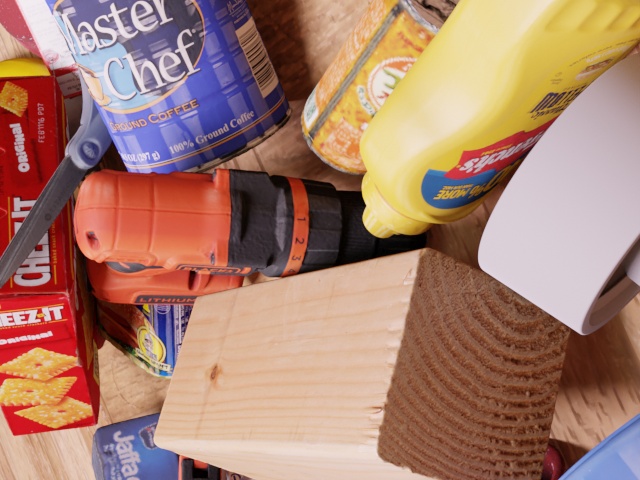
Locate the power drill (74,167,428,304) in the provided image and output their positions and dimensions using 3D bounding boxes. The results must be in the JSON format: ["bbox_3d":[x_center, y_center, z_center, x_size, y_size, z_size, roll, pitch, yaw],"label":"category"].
[{"bbox_3d":[-0.054,0.001,0.606,0.188,0.184,0.057,154,119,-68],"label":"power drill"}]

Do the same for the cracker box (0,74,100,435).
[{"bbox_3d":[-0.195,0.017,0.725,0.214,0.072,0.164,103,158,-59],"label":"cracker box"}]

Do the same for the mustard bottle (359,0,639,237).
[{"bbox_3d":[0.070,-0.059,0.461,0.058,0.096,0.192,57,139,15],"label":"mustard bottle"}]

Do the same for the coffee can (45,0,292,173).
[{"bbox_3d":[-0.088,-0.116,0.590,0.103,0.102,0.140,4,124,49],"label":"coffee can"}]

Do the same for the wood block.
[{"bbox_3d":[0.010,0.071,0.522,0.207,0.090,0.091,-13,57,56],"label":"wood block"}]

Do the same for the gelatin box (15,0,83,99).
[{"bbox_3d":[-0.149,-0.143,0.688,0.073,0.030,0.089,-15,116,12],"label":"gelatin box"}]

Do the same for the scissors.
[{"bbox_3d":[-0.143,-0.072,0.622,0.016,0.201,0.096,1,130,46],"label":"scissors"}]

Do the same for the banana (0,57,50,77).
[{"bbox_3d":[-0.249,-0.111,0.862,0.069,0.037,0.198,51,144,-12],"label":"banana"}]

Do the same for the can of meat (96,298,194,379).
[{"bbox_3d":[-0.118,0.039,0.753,0.102,0.057,0.084,30,130,39],"label":"can of meat"}]
